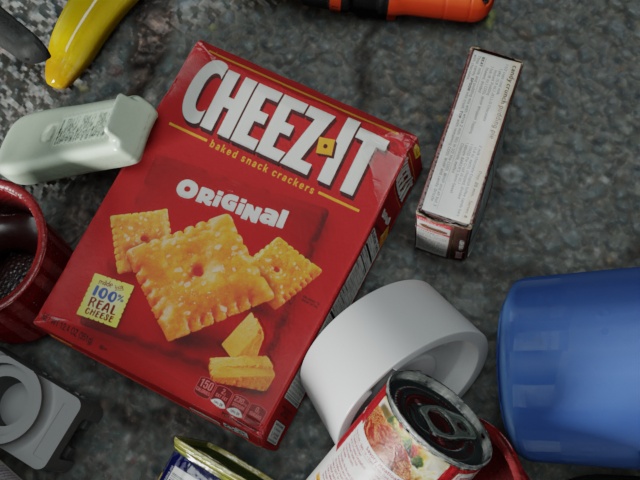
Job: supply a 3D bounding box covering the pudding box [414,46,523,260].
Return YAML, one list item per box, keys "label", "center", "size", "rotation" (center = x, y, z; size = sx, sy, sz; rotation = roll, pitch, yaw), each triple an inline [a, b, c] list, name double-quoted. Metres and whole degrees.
- label: "pudding box"
  center: [0.092, -0.052, 0.669]
  size: [0.039, 0.090, 0.113]
  rotation: [15, 78, 9]

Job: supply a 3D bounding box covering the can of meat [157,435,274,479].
- label: "can of meat"
  center: [-0.073, 0.166, 0.625]
  size: [0.057, 0.102, 0.084]
  rotation: [28, 82, 13]

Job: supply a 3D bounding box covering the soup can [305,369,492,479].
- label: "soup can"
  center: [0.036, 0.130, 0.582]
  size: [0.068, 0.068, 0.102]
  rotation: [43, 114, 14]

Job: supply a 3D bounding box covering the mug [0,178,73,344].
- label: "mug"
  center: [-0.213, 0.011, 0.688]
  size: [0.117, 0.081, 0.093]
  rotation: [37, 79, 20]

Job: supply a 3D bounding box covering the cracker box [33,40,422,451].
- label: "cracker box"
  center: [-0.054, 0.001, 0.681]
  size: [0.164, 0.072, 0.213]
  rotation: [26, 79, 13]

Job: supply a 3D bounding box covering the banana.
- label: "banana"
  center: [-0.122, -0.184, 0.755]
  size: [0.198, 0.037, 0.070]
  rotation: [-32, 74, -3]
